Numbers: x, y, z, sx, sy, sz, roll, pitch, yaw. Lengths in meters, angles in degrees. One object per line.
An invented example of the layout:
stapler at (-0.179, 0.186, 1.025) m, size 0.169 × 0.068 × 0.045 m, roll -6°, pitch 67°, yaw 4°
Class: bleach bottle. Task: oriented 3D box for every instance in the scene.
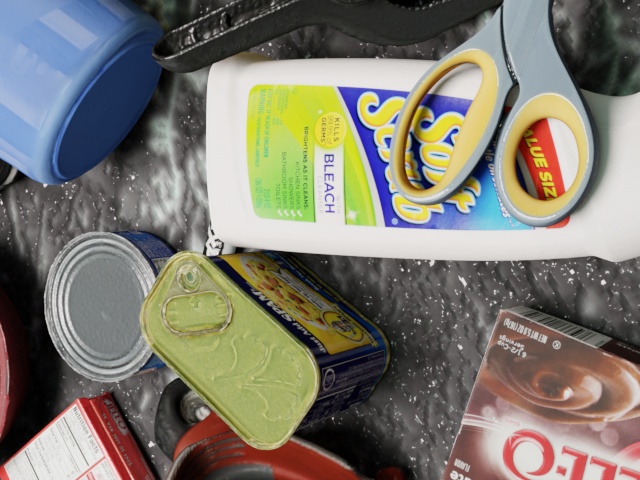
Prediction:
bleach bottle at (0.069, -0.042, 0.490) m, size 0.251 × 0.068 × 0.102 m, roll 1°, pitch 92°, yaw 27°

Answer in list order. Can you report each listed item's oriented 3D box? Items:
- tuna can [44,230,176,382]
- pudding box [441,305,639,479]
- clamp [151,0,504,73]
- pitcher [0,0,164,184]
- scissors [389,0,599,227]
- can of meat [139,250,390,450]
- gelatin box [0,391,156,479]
tuna can at (-0.116, 0.037, 0.614) m, size 0.086 × 0.033 × 0.086 m, roll 2°, pitch 94°, yaw 29°
pudding box at (0.122, 0.090, 0.479) m, size 0.114 × 0.039 × 0.090 m, roll 24°, pitch 105°, yaw 27°
clamp at (0.004, -0.118, 0.482) m, size 0.039 × 0.171 × 0.120 m, roll -98°, pitch 24°, yaw -44°
pitcher at (-0.215, -0.129, 0.583) m, size 0.243 × 0.144 × 0.149 m, roll 36°, pitch 139°, yaw 7°
scissors at (0.101, -0.092, 0.434) m, size 0.096 × 0.016 × 0.202 m, roll 37°, pitch 104°, yaw 19°
can of meat at (-0.025, 0.048, 0.534) m, size 0.102 × 0.083 × 0.057 m, roll 40°, pitch 111°, yaw 22°
gelatin box at (-0.144, 0.145, 0.639) m, size 0.089 × 0.030 × 0.073 m, roll -40°, pitch 72°, yaw 25°
